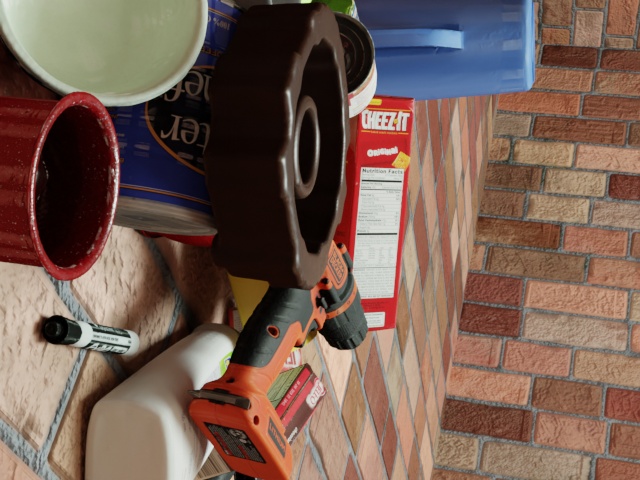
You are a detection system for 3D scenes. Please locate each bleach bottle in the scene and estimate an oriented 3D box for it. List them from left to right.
[{"bbox_3d":[-0.105,0.132,0.852,0.250,0.068,0.102,-40,135,-73],"label":"bleach bottle"}]

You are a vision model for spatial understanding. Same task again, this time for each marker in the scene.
[{"bbox_3d":[-0.153,0.065,0.716,0.121,0.020,0.020,37,61,-74],"label":"marker"}]

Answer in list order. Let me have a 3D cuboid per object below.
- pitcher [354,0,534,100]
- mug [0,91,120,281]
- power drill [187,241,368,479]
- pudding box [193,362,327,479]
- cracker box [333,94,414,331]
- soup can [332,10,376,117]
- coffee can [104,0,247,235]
[{"bbox_3d":[0.116,-0.218,1.199,0.145,0.243,0.149,76,18,-46],"label":"pitcher"},{"bbox_3d":[-0.154,-0.026,0.542,0.117,0.081,0.093,59,40,-67],"label":"mug"},{"bbox_3d":[-0.024,0.085,0.824,0.184,0.057,0.187,62,41,-47],"label":"power drill"},{"bbox_3d":[-0.059,0.158,0.924,0.039,0.114,0.089,59,36,-13],"label":"pudding box"},{"bbox_3d":[0.004,-0.034,1.010,0.071,0.164,0.214,-1,99,-35],"label":"cracker box"},{"bbox_3d":[0.011,-0.138,0.860,0.102,0.068,0.068,42,55,-85],"label":"soup can"},{"bbox_3d":[-0.103,-0.081,0.676,0.102,0.103,0.140,34,63,-74],"label":"coffee can"}]
